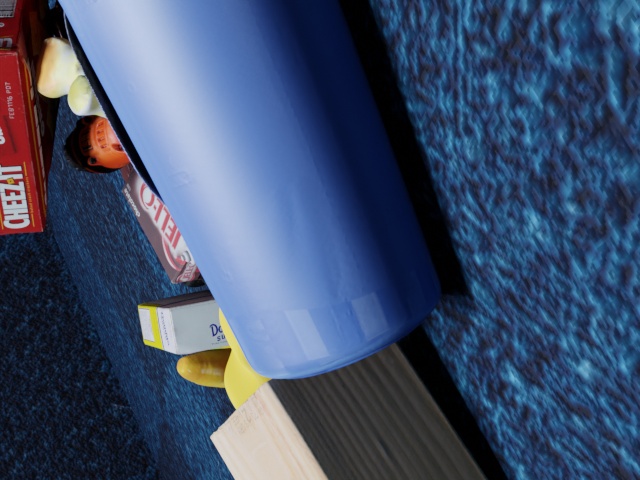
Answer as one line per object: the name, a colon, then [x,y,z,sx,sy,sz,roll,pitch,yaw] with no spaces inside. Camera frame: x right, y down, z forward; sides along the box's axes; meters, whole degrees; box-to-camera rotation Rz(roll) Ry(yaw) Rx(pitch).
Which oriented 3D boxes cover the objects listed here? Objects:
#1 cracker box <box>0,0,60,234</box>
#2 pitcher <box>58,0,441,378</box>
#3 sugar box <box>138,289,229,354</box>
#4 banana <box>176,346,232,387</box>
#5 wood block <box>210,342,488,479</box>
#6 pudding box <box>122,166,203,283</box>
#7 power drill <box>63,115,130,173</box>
cracker box: [-0.264,-0.130,0.895,0.214,0.072,0.164,-105,13,-53]
pitcher: [-0.039,-0.057,0.542,0.149,0.145,0.243,-107,-6,-81]
sugar box: [-0.102,0.070,0.946,0.176,0.093,0.048,180,81,-73]
banana: [-0.081,0.112,0.963,0.198,0.069,0.037,67,-156,-87]
wood block: [0.040,0.163,0.583,0.206,0.090,0.090,56,143,13]
pudding box: [-0.120,-0.034,0.912,0.113,0.039,0.090,59,133,29]
power drill: [-0.191,-0.151,0.912,0.185,0.057,0.187,-3,96,62]
